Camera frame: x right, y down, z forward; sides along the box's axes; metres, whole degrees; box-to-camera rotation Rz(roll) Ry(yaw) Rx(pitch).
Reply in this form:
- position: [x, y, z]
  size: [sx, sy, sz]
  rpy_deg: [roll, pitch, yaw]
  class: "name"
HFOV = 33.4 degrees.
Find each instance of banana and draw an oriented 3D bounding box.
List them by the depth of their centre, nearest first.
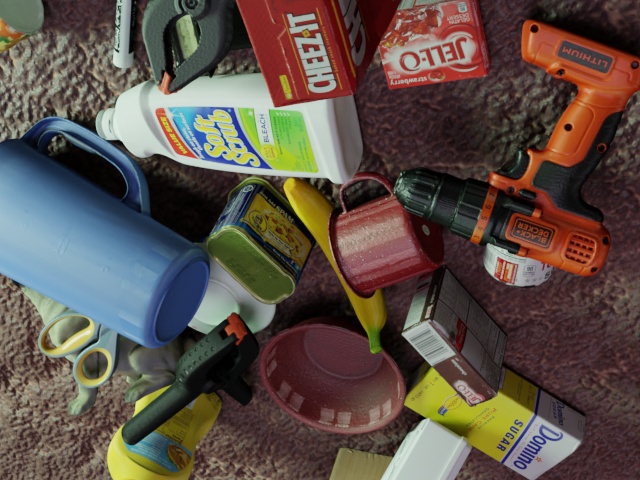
- position: [0.022, 0.014, 1.049]
  size: [0.037, 0.069, 0.198]
  rpy_deg: [-27, 107, 9]
  class: "banana"

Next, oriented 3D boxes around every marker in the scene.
- position: [-0.176, -0.213, 0.969]
  size: [0.020, 0.020, 0.121]
  rpy_deg: [17, 130, 5]
  class: "marker"

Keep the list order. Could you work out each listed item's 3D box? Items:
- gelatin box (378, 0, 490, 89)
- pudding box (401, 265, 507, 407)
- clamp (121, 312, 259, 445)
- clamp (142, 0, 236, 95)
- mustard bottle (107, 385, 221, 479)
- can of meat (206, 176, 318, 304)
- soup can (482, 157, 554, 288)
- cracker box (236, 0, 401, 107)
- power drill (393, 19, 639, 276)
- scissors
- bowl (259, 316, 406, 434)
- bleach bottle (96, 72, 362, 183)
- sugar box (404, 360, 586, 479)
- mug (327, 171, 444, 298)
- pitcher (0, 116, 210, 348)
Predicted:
- position: [0.094, -0.170, 0.902]
  size: [0.089, 0.030, 0.073]
  rpy_deg: [-4, 126, 22]
  class: "gelatin box"
- position: [0.136, 0.095, 1.057]
  size: [0.039, 0.090, 0.113]
  rpy_deg: [-29, 113, 32]
  class: "pudding box"
- position: [-0.112, 0.144, 1.150]
  size: [0.036, 0.164, 0.210]
  rpy_deg: [57, 135, 23]
  class: "clamp"
- position: [-0.111, -0.210, 0.901]
  size: [0.120, 0.039, 0.171]
  rpy_deg: [32, 101, 9]
  class: "clamp"
- position: [-0.187, 0.236, 1.212]
  size: [0.096, 0.191, 0.058]
  rpy_deg: [28, 130, -4]
  class: "mustard bottle"
- position: [-0.057, 0.001, 1.054]
  size: [0.102, 0.083, 0.058]
  rpy_deg: [44, 127, -17]
  class: "can of meat"
- position: [0.187, -0.015, 0.967]
  size: [0.068, 0.068, 0.102]
  rpy_deg: [12, 130, 10]
  class: "soup can"
- position: [0.002, -0.222, 0.773]
  size: [0.072, 0.213, 0.164]
  rpy_deg: [-5, 125, 22]
  class: "cracker box"
- position: [0.171, -0.081, 0.878]
  size: [0.184, 0.057, 0.188]
  rpy_deg: [20, 102, 3]
  class: "power drill"
- position: [-0.200, 0.090, 1.112]
  size: [0.202, 0.016, 0.096]
  rpy_deg: [-21, 101, 14]
  class: "scissors"
- position: [0.018, 0.134, 1.151]
  size: [0.162, 0.055, 0.162]
  rpy_deg: [10, 129, 12]
  class: "bowl"
- position: [-0.092, -0.104, 0.999]
  size: [0.251, 0.068, 0.102]
  rpy_deg: [1, 126, 21]
  class: "bleach bottle"
- position: [0.184, 0.181, 1.137]
  size: [0.176, 0.048, 0.093]
  rpy_deg: [33, 132, -6]
  class: "sugar box"
- position: [0.060, -0.011, 1.007]
  size: [0.082, 0.093, 0.117]
  rpy_deg: [-20, 100, 25]
  class: "mug"
- position: [-0.228, -0.004, 1.048]
  size: [0.243, 0.144, 0.149]
  rpy_deg: [27, 135, 18]
  class: "pitcher"
